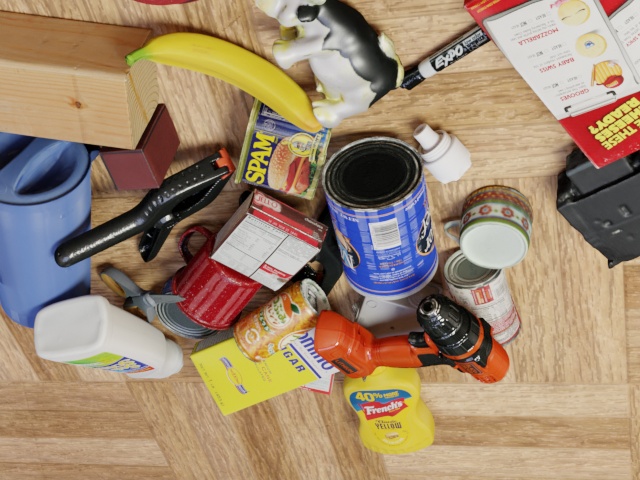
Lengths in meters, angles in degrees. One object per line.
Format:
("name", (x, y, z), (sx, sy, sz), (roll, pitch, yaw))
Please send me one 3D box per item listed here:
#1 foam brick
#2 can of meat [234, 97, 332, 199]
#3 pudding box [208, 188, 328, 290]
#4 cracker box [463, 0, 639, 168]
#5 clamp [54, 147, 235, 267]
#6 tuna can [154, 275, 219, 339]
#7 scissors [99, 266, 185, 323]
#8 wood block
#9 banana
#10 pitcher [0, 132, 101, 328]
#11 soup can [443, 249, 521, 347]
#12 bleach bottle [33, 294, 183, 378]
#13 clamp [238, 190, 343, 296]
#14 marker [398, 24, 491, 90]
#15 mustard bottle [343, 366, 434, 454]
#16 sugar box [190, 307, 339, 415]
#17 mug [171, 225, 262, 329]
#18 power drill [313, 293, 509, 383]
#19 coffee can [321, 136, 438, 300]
("foam brick", (-0.188, -0.097, 1.115), (0.053, 0.078, 0.051), (-3, 133, 20))
("can of meat", (-0.036, -0.095, 1.093), (0.084, 0.057, 0.102), (15, 136, -4))
("pudding box", (-0.057, 0.001, 1.145), (0.090, 0.039, 0.114), (28, 142, -14))
("cracker box", (0.252, -0.183, 0.921), (0.164, 0.072, 0.213), (-27, 123, 35))
("clamp", (-0.171, -0.030, 1.172), (0.210, 0.164, 0.036), (-34, 77, 17))
("tuna can", (-0.158, 0.081, 1.311), (0.086, 0.033, 0.086), (7, 135, 7))
("scissors", (-0.214, 0.056, 1.255), (0.096, 0.016, 0.202), (46, 155, -3))
("wood block", (-0.276, -0.163, 1.065), (0.206, 0.090, 0.091), (9, 134, 7))
("banana", (-0.087, -0.160, 1.034), (0.197, 0.069, 0.037), (18, 150, -8))
("pitcher", (-0.328, -0.006, 1.199), (0.149, 0.145, 0.243), (10, 138, 0))
("soup can", (0.180, 0.063, 1.182), (0.069, 0.068, 0.102), (-6, 131, 20))
("bleach bottle", (-0.233, 0.128, 1.292), (0.103, 0.068, 0.250), (-12, 161, 20))
("clamp", (-0.026, 0.001, 1.195), (0.120, 0.039, 0.171), (8, 135, 12))
("marker", (0.121, -0.174, 1.000), (0.121, 0.020, 0.020), (-29, 121, 35))
("mustard bottle", (0.080, 0.192, 1.336), (0.096, 0.058, 0.191), (-5, 134, 17))
("sugar box", (-0.058, 0.138, 1.289), (0.176, 0.048, 0.093), (-23, 107, 17))
("mug", (-0.119, 0.033, 1.227), (0.117, 0.093, 0.082), (52, 129, 14))
("power drill", (0.090, 0.107, 1.141), (0.188, 0.057, 0.184), (-2, 152, 31))
("coffee can", (0.063, -0.021, 1.097), (0.103, 0.102, 0.140), (0, 139, 14))
